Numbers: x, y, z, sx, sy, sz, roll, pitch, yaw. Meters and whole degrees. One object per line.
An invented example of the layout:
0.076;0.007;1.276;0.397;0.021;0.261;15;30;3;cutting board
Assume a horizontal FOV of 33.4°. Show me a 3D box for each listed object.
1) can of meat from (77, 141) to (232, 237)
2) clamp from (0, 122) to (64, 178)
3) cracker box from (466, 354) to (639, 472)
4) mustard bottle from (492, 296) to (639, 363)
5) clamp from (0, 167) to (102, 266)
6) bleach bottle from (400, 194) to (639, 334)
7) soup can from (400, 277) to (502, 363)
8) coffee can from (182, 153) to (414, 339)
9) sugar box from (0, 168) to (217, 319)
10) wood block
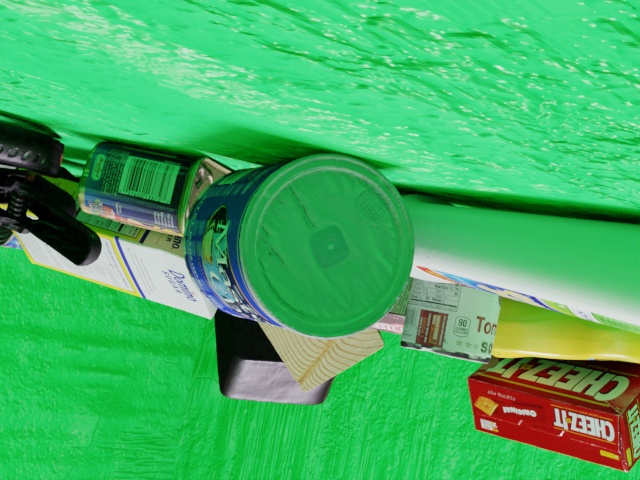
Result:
-0.112;-0.033;0.761;0.084;0.057;0.102;13;176;16;can of meat
-0.253;-0.072;0.703;0.165;0.036;0.209;10;179;22;clamp
0.270;0.118;1.036;0.164;0.072;0.213;8;-149;43;cracker box
0.252;0.081;0.960;0.192;0.058;0.096;1;-176;27;mustard bottle
-0.220;-0.028;0.746;0.120;0.039;0.172;25;-178;-23;clamp
0.124;0.010;0.680;0.251;0.068;0.102;11;176;32;bleach bottle
0.098;0.033;0.772;0.068;0.102;0.068;11;176;1;soup can
-0.018;0.003;0.651;0.102;0.103;0.140;12;176;-20;coffee can
-0.165;0.002;0.864;0.176;0.048;0.093;14;149;16;sugar box
-0.003;0.064;1.071;0.091;0.090;0.206;-31;-170;3;wood block
